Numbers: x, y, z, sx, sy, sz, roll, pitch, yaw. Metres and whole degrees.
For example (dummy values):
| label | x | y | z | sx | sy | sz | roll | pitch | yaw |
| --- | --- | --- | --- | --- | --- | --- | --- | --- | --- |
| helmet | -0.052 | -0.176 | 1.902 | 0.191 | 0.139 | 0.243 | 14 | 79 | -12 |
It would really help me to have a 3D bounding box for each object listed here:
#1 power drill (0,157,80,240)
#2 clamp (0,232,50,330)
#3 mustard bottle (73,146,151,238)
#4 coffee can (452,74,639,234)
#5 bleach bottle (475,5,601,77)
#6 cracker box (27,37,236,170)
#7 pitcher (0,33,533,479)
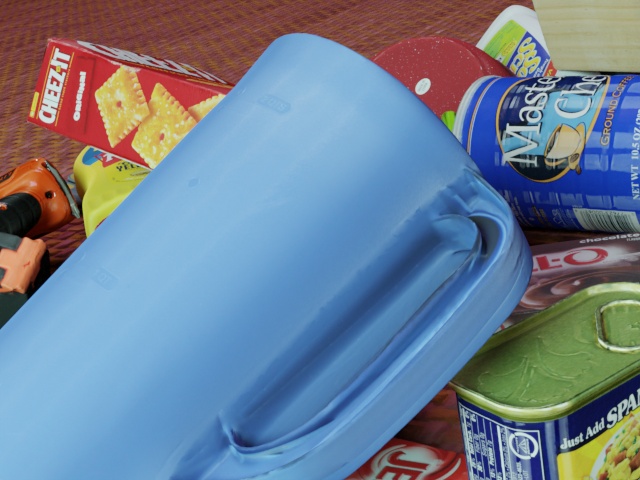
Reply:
| label | x | y | z | sx | sy | sz | roll | pitch | yaw |
| --- | --- | --- | --- | --- | --- | --- | --- | --- | --- |
| power drill | -0.270 | 0.013 | 0.760 | 0.185 | 0.057 | 0.187 | -21 | 16 | 22 |
| clamp | -0.201 | 0.027 | 0.578 | 0.210 | 0.164 | 0.036 | -3 | 58 | 41 |
| mustard bottle | -0.150 | -0.049 | 0.867 | 0.096 | 0.058 | 0.192 | -10 | 26 | -13 |
| coffee can | 0.170 | -0.056 | 0.692 | 0.141 | 0.103 | 0.102 | 5 | 26 | 36 |
| bleach bottle | 0.190 | -0.124 | 0.878 | 0.103 | 0.068 | 0.251 | -54 | 19 | 12 |
| cracker box | -0.073 | -0.080 | 0.756 | 0.214 | 0.072 | 0.163 | 22 | 11 | 34 |
| pitcher | -0.044 | 0.046 | 0.406 | 0.242 | 0.145 | 0.149 | -46 | -7 | -18 |
